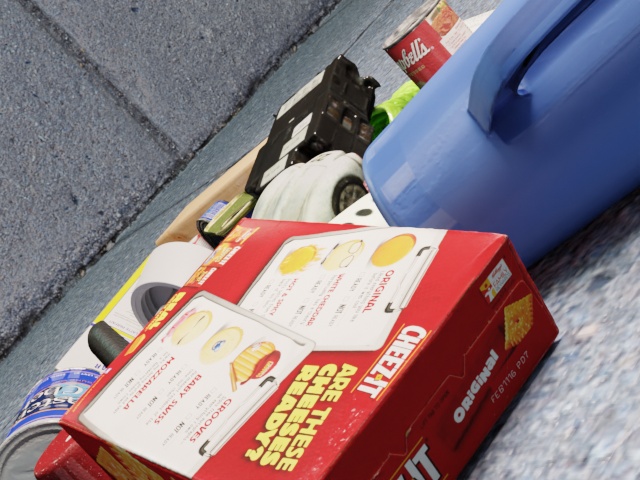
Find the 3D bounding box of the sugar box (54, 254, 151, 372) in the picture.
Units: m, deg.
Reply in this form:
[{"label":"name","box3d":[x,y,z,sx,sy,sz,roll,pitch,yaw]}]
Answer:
[{"label":"sugar box","box3d":[-0.174,0.097,1.050,0.176,0.093,0.048,-56,-14,-42]}]

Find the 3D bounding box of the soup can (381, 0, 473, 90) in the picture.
[{"label":"soup can","box3d":[0.112,-0.154,0.929,0.068,0.102,0.068,-42,12,11]}]

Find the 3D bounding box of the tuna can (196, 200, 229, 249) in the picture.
[{"label":"tuna can","box3d":[-0.090,-0.002,1.131,0.033,0.086,0.086,-47,12,-19]}]

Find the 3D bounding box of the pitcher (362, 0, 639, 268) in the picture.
[{"label":"pitcher","box3d":[0.133,-0.085,0.543,0.243,0.149,0.145,-43,23,23]}]

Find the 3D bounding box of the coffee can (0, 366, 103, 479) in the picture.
[{"label":"coffee can","box3d":[-0.209,0.174,0.885,0.103,0.102,0.140,-44,11,3]}]

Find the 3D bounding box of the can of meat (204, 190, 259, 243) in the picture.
[{"label":"can of meat","box3d":[-0.057,0.001,1.010,0.057,0.084,0.102,-46,12,-10]}]

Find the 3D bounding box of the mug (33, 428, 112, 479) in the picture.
[{"label":"mug","box3d":[-0.158,0.170,0.778,0.117,0.081,0.093,-36,14,35]}]

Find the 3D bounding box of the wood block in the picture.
[{"label":"wood block","box3d":[-0.081,-0.036,1.210,0.206,0.090,0.090,-36,14,38]}]

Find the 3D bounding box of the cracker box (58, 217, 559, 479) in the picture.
[{"label":"cracker box","box3d":[-0.014,0.070,0.533,0.214,0.072,0.164,5,48,52]}]
